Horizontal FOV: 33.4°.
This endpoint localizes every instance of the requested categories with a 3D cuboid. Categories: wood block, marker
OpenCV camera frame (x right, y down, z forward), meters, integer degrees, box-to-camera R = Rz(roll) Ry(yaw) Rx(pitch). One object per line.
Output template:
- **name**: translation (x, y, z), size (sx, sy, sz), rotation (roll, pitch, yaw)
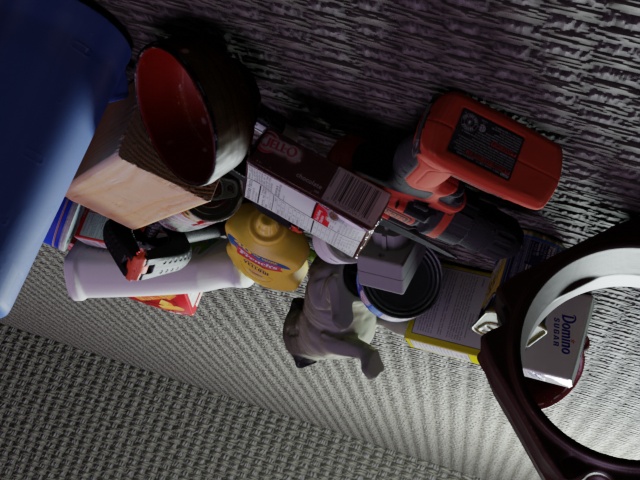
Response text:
- **wood block**: translation (-0.157, -0.078, 0.961), size (0.090, 0.091, 0.206), rotation (27, 163, -22)
- **marker**: translation (-0.070, -0.111, 0.879), size (0.121, 0.020, 0.020), rotation (28, 162, -29)

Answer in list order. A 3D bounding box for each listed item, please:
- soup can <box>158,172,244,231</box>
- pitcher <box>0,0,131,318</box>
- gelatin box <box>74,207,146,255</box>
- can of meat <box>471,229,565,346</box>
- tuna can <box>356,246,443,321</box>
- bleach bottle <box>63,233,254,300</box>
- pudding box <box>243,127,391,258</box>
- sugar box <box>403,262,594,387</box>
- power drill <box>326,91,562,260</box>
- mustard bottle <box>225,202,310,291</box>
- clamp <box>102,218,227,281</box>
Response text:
- **soup can**: translation (-0.127, -0.046, 1.076), size (0.068, 0.068, 0.102), rotation (25, 164, -21)
- **pitcher**: translation (-0.254, -0.073, 0.810), size (0.149, 0.242, 0.145), rotation (18, 163, 1)
- **gelatin box**: translation (-0.240, -0.025, 1.275), size (0.089, 0.073, 0.030), rotation (11, 162, 27)
- **can of meat**: translation (0.184, 0.045, 0.985), size (0.057, 0.084, 0.102), rotation (18, 165, 3)
- **tuna can**: translation (0.080, 0.040, 1.090), size (0.086, 0.086, 0.034), rotation (20, 166, -3)
- **bleach bottle**: translation (-0.177, 0.031, 1.304), size (0.251, 0.102, 0.068), rotation (1, 118, 12)
- **pudding box**: translation (-0.006, -0.036, 0.851), size (0.113, 0.039, 0.090), rotation (31, 165, 3)
- **sugar box**: translation (0.185, 0.085, 1.105), size (0.176, 0.093, 0.048), rotation (14, 165, 19)
- **power drill**: translation (0.108, -0.042, 0.827), size (0.184, 0.057, 0.188), rotation (23, 164, -12)
- **mustard bottle**: translation (-0.058, 0.002, 1.170), size (0.096, 0.058, 0.192), rotation (31, 165, 5)
- **clamp**: translation (-0.188, -0.015, 1.142), size (0.164, 0.036, 0.210), rotation (23, -158, -1)
